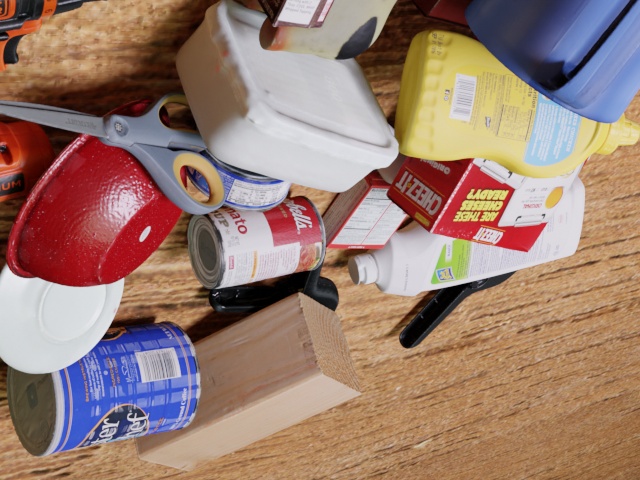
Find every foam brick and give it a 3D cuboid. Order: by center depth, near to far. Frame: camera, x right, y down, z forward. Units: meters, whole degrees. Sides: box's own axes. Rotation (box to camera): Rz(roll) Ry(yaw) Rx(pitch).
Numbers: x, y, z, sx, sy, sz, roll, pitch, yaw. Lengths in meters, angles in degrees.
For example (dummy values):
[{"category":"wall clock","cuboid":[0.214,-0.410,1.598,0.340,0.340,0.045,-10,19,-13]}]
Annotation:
[{"category":"foam brick","cuboid":[0.104,-0.196,0.799,0.078,0.053,0.051,1,136,-45]}]

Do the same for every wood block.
[{"category":"wood block","cuboid":[-0.077,0.141,1.041,0.206,0.090,0.090,-27,152,18]}]

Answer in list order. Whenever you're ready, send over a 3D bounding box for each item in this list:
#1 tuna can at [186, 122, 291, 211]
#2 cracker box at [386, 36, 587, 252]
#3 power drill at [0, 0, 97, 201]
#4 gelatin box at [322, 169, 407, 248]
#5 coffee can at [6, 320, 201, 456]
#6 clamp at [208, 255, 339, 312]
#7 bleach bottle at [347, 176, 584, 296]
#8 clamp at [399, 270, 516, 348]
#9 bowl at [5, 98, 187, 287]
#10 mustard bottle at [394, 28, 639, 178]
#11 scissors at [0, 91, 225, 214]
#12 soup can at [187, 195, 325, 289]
[{"category":"tuna can","cuboid":[-0.059,-0.063,0.810,0.085,0.086,0.034,-8,140,-35]},{"category":"cracker box","cuboid":[0.173,-0.103,0.933,0.163,0.072,0.214,10,116,-48]},{"category":"power drill","cuboid":[-0.194,-0.107,0.658,0.184,0.057,0.188,-16,144,-30]},{"category":"gelatin box","cuboid":[0.048,-0.031,1.007,0.073,0.030,0.089,0,137,-40]},{"category":"coffee can","cuboid":[-0.193,0.129,0.949,0.140,0.103,0.103,-4,139,-39]},{"category":"clamp","cuboid":[-0.021,0.049,1.047,0.120,0.039,0.171,-26,156,19]},{"category":"bleach bottle","cuboid":[0.147,-0.005,1.098,0.250,0.068,0.102,-14,123,-19]},{"category":"clamp","cuboid":[0.163,0.030,1.191,0.210,0.036,0.164,-32,146,-2]},{"category":"bowl","cuboid":[-0.145,-0.021,0.762,0.162,0.055,0.162,-48,169,-13]},{"category":"mustard bottle","cuboid":[0.157,-0.098,0.820,0.191,0.058,0.096,9,92,-13]},{"category":"scissors","cuboid":[-0.122,-0.054,0.689,0.016,0.096,0.201,-20,180,32]},{"category":"soup can","cuboid":[-0.056,0.001,0.923,0.102,0.068,0.069,-11,143,-31]}]
